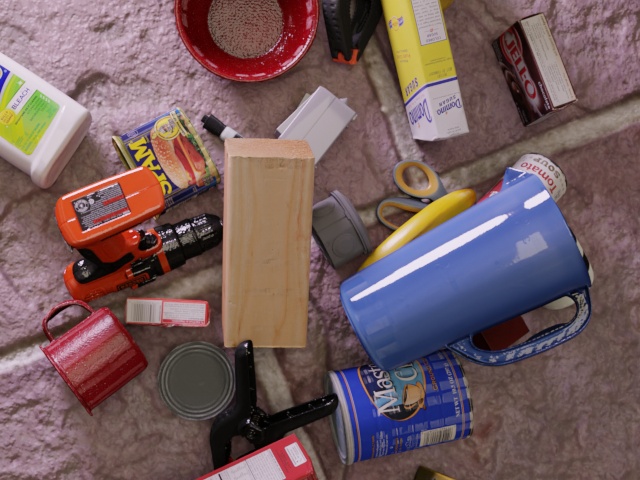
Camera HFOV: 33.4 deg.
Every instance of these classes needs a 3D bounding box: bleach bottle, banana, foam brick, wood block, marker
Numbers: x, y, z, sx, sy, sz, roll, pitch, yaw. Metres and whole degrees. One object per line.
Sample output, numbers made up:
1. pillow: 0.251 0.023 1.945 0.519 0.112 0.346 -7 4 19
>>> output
1. bleach bottle: -0.379 -0.164 1.157 0.251 0.068 0.102 32 80 -2
2. banana: 0.099 0.003 1.195 0.198 0.069 0.037 -42 82 -2
3. foam brick: 0.191 0.086 1.218 0.053 0.051 0.078 -32 89 -11
4. wood block: -0.058 0.001 1.133 0.090 0.091 0.206 1 108 -7
5. marker: -0.084 -0.105 1.214 0.121 0.020 0.020 35 80 -4

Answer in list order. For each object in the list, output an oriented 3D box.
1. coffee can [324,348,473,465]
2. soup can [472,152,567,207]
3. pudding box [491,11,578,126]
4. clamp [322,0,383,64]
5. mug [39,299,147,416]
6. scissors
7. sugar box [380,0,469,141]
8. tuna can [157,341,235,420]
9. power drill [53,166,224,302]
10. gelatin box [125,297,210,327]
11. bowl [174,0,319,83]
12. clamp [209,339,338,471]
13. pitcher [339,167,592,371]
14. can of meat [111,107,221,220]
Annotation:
1. coffee can: 0.084 0.180 1.166 0.140 0.103 0.103 -10 86 -10
2. soup can: 0.227 -0.045 1.218 0.068 0.069 0.102 47 64 -1
3. pudding box: 0.247 -0.197 1.237 0.039 0.090 0.113 -23 88 -11
4. clamp: 0.037 -0.308 1.206 0.036 0.164 0.210 18 98 37
5. mug: -0.245 0.115 1.133 0.081 0.093 0.117 -37 89 -15
6. scissors: 0.164 -0.045 1.246 0.201 0.016 0.096 1 84 -8
7. sugar box: 0.115 -0.201 1.198 0.048 0.093 0.176 -14 99 -11
8. tuna can: -0.136 0.154 1.171 0.086 0.034 0.086 1 84 -8
9. power drill: -0.189 -0.007 1.106 0.184 0.188 0.057 -24 70 -10
10. gelatin box: -0.166 0.079 1.155 0.089 0.073 0.030 3 84 -9
11. bowl: -0.083 -0.254 1.208 0.162 0.055 0.162 0 89 -6
12. clamp: -0.074 0.186 1.132 0.120 0.039 0.172 42 113 1
13. pitcher: 0.152 0.049 1.109 0.243 0.149 0.145 -27 121 6
14. can of meat: -0.170 -0.086 1.181 0.084 0.057 0.102 -29 88 -12
